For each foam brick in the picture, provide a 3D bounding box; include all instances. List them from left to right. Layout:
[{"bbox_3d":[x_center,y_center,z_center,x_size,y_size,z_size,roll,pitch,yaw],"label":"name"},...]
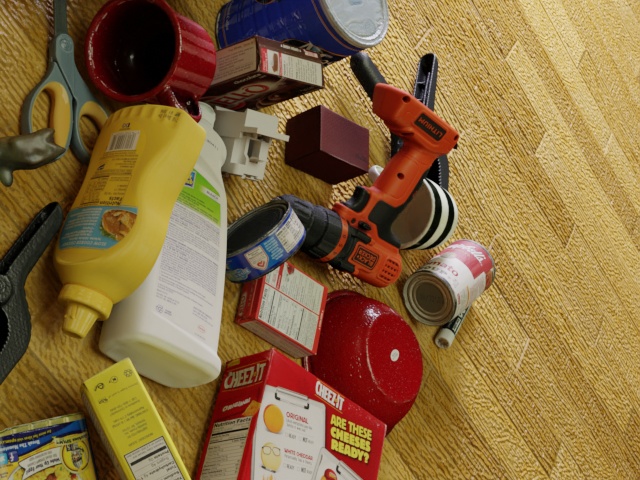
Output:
[{"bbox_3d":[0.007,-0.098,1.106,0.078,0.051,0.053,22,61,-43],"label":"foam brick"}]

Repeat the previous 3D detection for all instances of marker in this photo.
[{"bbox_3d":[0.163,0.082,1.247,0.020,0.020,0.121,56,42,-19],"label":"marker"}]

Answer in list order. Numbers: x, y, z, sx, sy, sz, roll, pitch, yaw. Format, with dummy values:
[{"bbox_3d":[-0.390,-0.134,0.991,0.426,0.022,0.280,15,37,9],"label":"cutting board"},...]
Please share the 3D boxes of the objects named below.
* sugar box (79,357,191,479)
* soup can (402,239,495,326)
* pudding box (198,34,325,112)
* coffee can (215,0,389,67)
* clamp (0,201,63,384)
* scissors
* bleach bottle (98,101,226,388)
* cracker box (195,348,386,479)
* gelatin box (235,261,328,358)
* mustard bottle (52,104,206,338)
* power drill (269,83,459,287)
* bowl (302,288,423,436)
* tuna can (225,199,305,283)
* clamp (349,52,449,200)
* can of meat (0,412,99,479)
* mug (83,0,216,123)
[{"bbox_3d":[-0.117,0.180,0.781,0.048,0.093,0.176,-28,75,-16],"label":"sugar box"},{"bbox_3d":[0.145,0.047,1.200,0.102,0.069,0.068,-31,101,-50],"label":"soup can"},{"bbox_3d":[-0.067,-0.151,0.991,0.089,0.114,0.039,4,77,-48],"label":"pudding box"},{"bbox_3d":[-0.019,-0.215,1.048,0.102,0.141,0.103,21,61,-44],"label":"coffee can"},{"bbox_3d":[-0.238,0.032,0.783,0.120,0.039,0.171,6,75,-43],"label":"clamp"},{"bbox_3d":[-0.205,-0.148,0.904,0.096,0.016,0.201,30,55,-41],"label":"scissors"},{"bbox_3d":[-0.118,-0.008,0.919,0.102,0.068,0.250,35,50,-39],"label":"bleach bottle"},{"bbox_3d":[-0.032,0.228,0.925,0.164,0.072,0.213,39,49,-35],"label":"cracker box"},{"bbox_3d":[-0.036,0.061,1.014,0.089,0.030,0.073,34,54,-37],"label":"gelatin box"},{"bbox_3d":[-0.160,-0.013,0.838,0.058,0.096,0.191,44,55,-46],"label":"mustard bottle"},{"bbox_3d":[0.046,-0.059,1.069,0.184,0.057,0.187,29,92,-44],"label":"power drill"},{"bbox_3d":[0.055,0.123,1.078,0.161,0.055,0.162,22,60,-44],"label":"bowl"},{"bbox_3d":[-0.056,0.001,0.968,0.033,0.086,0.086,57,42,-20],"label":"tuna can"},{"bbox_3d":[0.114,-0.128,1.253,0.164,0.036,0.210,-23,96,-50],"label":"clamp"},{"bbox_3d":[-0.205,0.173,0.754,0.101,0.058,0.084,-4,78,-51],"label":"can of meat"},{"bbox_3d":[-0.135,-0.148,0.913,0.117,0.093,0.081,59,17,13],"label":"mug"}]
